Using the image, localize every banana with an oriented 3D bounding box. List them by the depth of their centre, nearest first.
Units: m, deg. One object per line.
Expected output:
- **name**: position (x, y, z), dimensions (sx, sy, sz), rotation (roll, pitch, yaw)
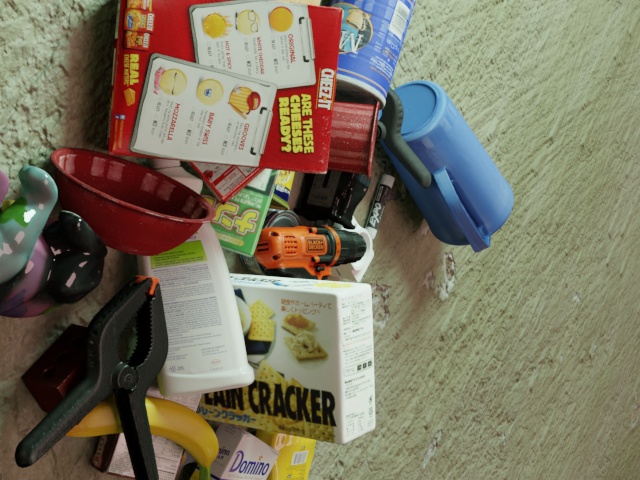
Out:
- **banana**: position (-0.170, 0.194, 1.091), dimensions (0.197, 0.037, 0.069), rotation (30, 77, -36)

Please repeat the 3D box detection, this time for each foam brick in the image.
- **foam brick**: position (-0.239, 0.129, 1.037), dimensions (0.078, 0.053, 0.051), rotation (-52, 137, -35)

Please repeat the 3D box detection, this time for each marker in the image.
- **marker**: position (0.075, -0.033, 1.469), dimensions (0.020, 0.020, 0.121), rotation (34, 72, -53)

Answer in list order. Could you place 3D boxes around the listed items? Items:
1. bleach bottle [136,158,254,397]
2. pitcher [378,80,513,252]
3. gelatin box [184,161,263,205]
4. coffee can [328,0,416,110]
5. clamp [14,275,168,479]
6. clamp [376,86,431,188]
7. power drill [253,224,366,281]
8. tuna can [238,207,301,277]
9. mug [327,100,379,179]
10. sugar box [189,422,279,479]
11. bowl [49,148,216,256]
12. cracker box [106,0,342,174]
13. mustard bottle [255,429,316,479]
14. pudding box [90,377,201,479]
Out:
- **bleach bottle**: position (-0.135, 0.029, 1.096), dimensions (0.068, 0.102, 0.251), rotation (178, -96, -82)
- **pitcher**: position (0.171, -0.101, 1.485), dimensions (0.145, 0.149, 0.242), rotation (-57, 137, -16)
- **gelatin box**: position (-0.104, -0.094, 1.124), dimensions (0.073, 0.089, 0.030), rotation (-42, 179, -10)
- **coffee can**: position (0.048, -0.241, 1.299), dimensions (0.102, 0.103, 0.140), rotation (30, 74, -54)
- **clamp**: position (-0.189, 0.139, 1.024), dimensions (0.164, 0.036, 0.210), rotation (37, 65, -44)
- **clamp**: position (0.082, -0.136, 1.372), dimensions (0.039, 0.120, 0.171), rotation (-58, 147, -72)
- **power drill**: position (-0.003, 0.075, 1.258), dimensions (0.184, 0.057, 0.187), rotation (1, 81, -49)
- **tuna can**: position (-0.058, 0.002, 1.275), dimensions (0.085, 0.034, 0.086), rotation (-20, 115, -51)
- **mug**: position (0.025, -0.127, 1.276), dimensions (0.117, 0.081, 0.093), rotation (-70, 167, -72)
- **sugar box**: position (-0.121, 0.306, 1.242), dimensions (0.176, 0.048, 0.093), rotation (-60, 145, -11)
- **bowl**: position (-0.182, -0.030, 0.996), dimensions (0.161, 0.162, 0.055), rotation (5, 113, -55)
- **cracker box**: position (-0.096, -0.156, 1.045), dimensions (0.213, 0.072, 0.164), rotation (4, 97, -13)
- **mustard bottle**: position (-0.057, 0.326, 1.346), dimensions (0.096, 0.058, 0.191), rotation (8, 92, -58)
- **pudding box**: position (-0.183, 0.198, 1.134), dimensions (0.089, 0.039, 0.113), rotation (25, 80, -40)
